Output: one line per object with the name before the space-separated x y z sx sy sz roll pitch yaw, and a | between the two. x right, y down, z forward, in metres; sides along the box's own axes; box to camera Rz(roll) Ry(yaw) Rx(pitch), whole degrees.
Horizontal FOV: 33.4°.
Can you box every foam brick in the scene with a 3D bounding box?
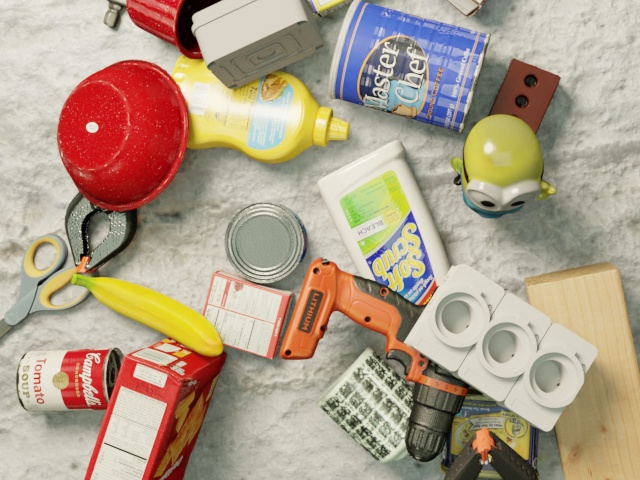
foam brick | 0.203 -0.139 1.082 0.053 0.051 0.078 23 96 6

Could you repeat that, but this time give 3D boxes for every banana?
banana | -0.172 0.081 1.131 0.198 0.069 0.037 21 104 24

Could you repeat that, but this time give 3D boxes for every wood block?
wood block | 0.269 0.133 1.067 0.090 0.090 0.206 -12 91 8

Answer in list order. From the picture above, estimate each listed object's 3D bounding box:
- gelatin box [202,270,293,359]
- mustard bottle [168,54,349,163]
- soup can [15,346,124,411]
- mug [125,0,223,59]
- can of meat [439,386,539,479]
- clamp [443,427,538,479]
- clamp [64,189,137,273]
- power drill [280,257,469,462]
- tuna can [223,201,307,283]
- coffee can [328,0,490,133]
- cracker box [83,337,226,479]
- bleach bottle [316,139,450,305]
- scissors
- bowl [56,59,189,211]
gelatin box | -0.081 0.079 1.147 0.089 0.030 0.073 16 96 8
mustard bottle | -0.064 -0.132 1.118 0.192 0.058 0.096 11 85 8
soup can | -0.269 0.151 1.159 0.102 0.068 0.068 -3 93 9
mug | -0.138 -0.251 1.108 0.082 0.093 0.117 29 55 29
can of meat | 0.176 0.198 1.102 0.102 0.057 0.084 3 92 8
clamp | 0.184 0.270 1.071 0.164 0.036 0.210 -3 127 4
clamp | -0.219 -0.045 1.154 0.120 0.039 0.171 9 90 12
power drill | 0.059 0.107 1.046 0.187 0.057 0.184 18 86 -2
tuna can | -0.057 0.001 1.137 0.086 0.033 0.086 0 93 8
coffee can | 0.089 -0.175 1.071 0.140 0.102 0.103 16 95 7
cracker box | -0.176 0.215 1.100 0.072 0.164 0.214 19 95 9
bleach bottle | 0.094 0.029 1.103 0.102 0.068 0.251 -27 91 8
scissors | -0.343 0.064 1.191 0.202 0.016 0.096 -25 88 8
bowl | -0.216 -0.113 1.096 0.162 0.055 0.162 -3 83 27
